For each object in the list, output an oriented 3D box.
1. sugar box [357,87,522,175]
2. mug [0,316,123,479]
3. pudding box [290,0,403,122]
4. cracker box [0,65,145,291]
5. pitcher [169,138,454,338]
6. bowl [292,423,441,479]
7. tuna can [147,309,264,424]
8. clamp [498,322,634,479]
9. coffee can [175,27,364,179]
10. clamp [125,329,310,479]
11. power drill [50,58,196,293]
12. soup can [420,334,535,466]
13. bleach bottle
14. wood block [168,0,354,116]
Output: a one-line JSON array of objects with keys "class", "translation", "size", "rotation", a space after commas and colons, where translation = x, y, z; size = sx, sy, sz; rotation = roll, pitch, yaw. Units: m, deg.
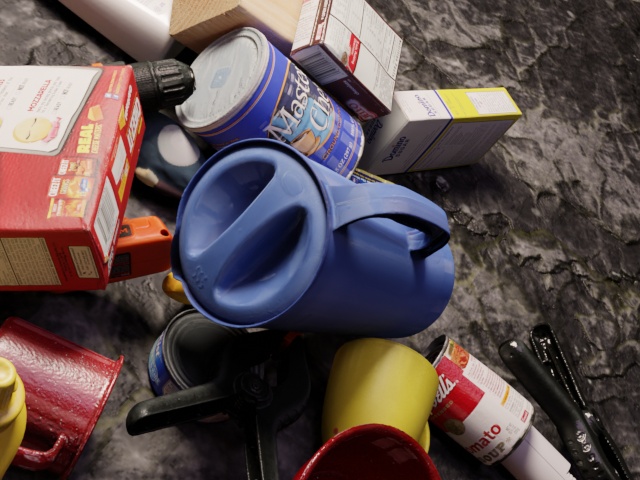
[{"class": "sugar box", "translation": [0.119, -0.115, 1.114], "size": [0.175, 0.093, 0.048], "rotation": [-6, 58, -40]}, {"class": "mug", "translation": [-0.187, 0.107, 0.694], "size": [0.081, 0.093, 0.117], "rotation": [27, 23, -10]}, {"class": "pudding box", "translation": [0.027, -0.176, 0.974], "size": [0.113, 0.039, 0.090], "rotation": [39, 50, -41]}, {"class": "cracker box", "translation": [-0.240, -0.044, 0.731], "size": [0.214, 0.072, 0.164], "rotation": [-1, 48, 4]}, {"class": "pitcher", "translation": [0.018, 0.011, 0.823], "size": [0.149, 0.145, 0.242], "rotation": [33, 9, 32]}, {"class": "bowl", "translation": [0.020, 0.212, 0.766], "size": [0.161, 0.055, 0.162], "rotation": [7, 79, -41]}, {"class": "tuna can", "translation": [-0.089, 0.097, 0.823], "size": [0.086, 0.034, 0.086], "rotation": [20, 46, -23]}, {"class": "clamp", "translation": [0.240, 0.167, 0.994], "size": [0.210, 0.036, 0.164], "rotation": [58, 20, 4]}, {"class": "coffee can", "translation": [-0.043, -0.106, 0.944], "size": [0.140, 0.103, 0.103], "rotation": [37, 37, -39]}, {"class": "clamp", "translation": [-0.064, 0.114, 0.772], "size": [0.120, 0.039, 0.171], "rotation": [35, 34, -9]}, {"class": "power drill", "translation": [-0.171, -0.059, 0.838], "size": [0.184, 0.057, 0.188], "rotation": [-13, 61, -13]}, {"class": "soup can", "translation": [0.126, 0.139, 0.925], "size": [0.102, 0.069, 0.068], "rotation": [39, 42, -4]}, {"class": "bleach bottle", "translation": [-0.228, -0.267, 1.006], "size": [0.251, 0.068, 0.102], "rotation": [36, 42, -3]}, {"class": "wood block", "translation": [-0.034, -0.195, 1.009], "size": [0.205, 0.091, 0.090], "rotation": [28, 59, -45]}]
